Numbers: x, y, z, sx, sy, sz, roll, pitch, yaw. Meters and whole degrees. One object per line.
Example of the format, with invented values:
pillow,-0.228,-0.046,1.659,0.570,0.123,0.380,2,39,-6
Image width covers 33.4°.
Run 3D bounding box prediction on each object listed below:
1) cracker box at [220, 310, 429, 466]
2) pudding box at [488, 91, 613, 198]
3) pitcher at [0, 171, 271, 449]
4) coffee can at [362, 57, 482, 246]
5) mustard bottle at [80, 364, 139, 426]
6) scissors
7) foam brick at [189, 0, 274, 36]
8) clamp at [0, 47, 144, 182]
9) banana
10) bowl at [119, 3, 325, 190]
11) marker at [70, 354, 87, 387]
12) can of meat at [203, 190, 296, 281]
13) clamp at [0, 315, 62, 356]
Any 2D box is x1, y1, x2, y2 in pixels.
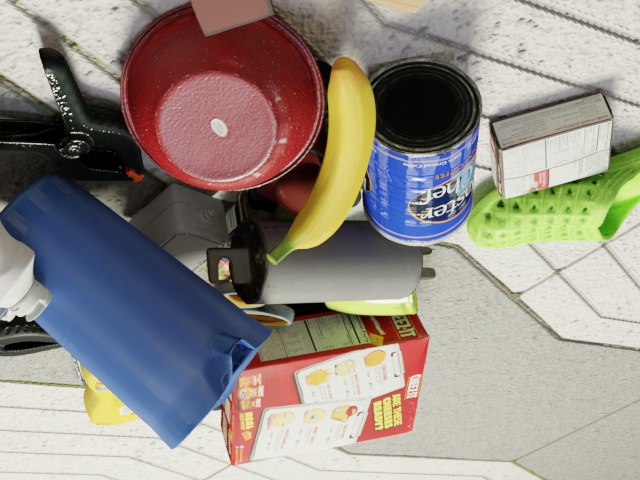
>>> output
cracker box,-0.001,0.154,1.163,0.213,0.072,0.164,-9,134,-14
pudding box,0.220,-0.090,1.019,0.113,0.039,0.090,-17,148,2
pitcher,-0.176,0.060,0.928,0.149,0.243,0.145,-49,-178,13
coffee can,0.086,-0.075,0.931,0.103,0.103,0.140,-11,148,-3
mustard bottle,-0.220,0.138,1.194,0.096,0.058,0.192,-19,151,-20
scissors,-0.127,0.060,1.084,0.202,0.016,0.096,6,154,9
foam brick,-0.067,-0.188,0.721,0.053,0.078,0.051,-17,148,2
clamp,-0.199,-0.094,0.859,0.120,0.039,0.171,-30,151,33
banana,0.012,-0.062,0.851,0.069,0.037,0.198,-30,148,-48
bowl,-0.077,-0.097,0.815,0.162,0.055,0.162,1,121,1
marker,-0.272,0.132,1.205,0.020,0.020,0.121,-8,148,-8
can of meat,-0.057,0.001,1.044,0.101,0.057,0.084,13,143,-34
clamp,-0.344,0.097,1.090,0.209,0.036,0.165,-4,162,-17
